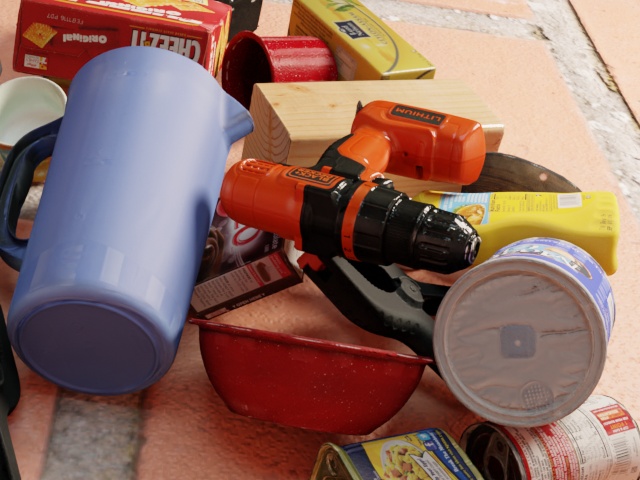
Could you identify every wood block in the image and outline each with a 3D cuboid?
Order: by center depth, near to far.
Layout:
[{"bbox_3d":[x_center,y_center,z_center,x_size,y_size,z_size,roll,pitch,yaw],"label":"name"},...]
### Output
[{"bbox_3d":[0.045,-0.082,0.944,0.205,0.091,0.090,-5,39,-24],"label":"wood block"}]

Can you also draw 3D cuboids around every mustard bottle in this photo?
[{"bbox_3d":[0.128,-0.008,0.816,0.192,0.058,0.096,2,21,12],"label":"mustard bottle"}]

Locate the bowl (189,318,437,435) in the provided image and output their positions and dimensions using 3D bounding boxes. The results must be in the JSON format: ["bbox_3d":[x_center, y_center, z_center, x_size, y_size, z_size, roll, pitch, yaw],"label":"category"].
[{"bbox_3d":[-0.009,0.089,0.681,0.162,0.055,0.162,10,-5,1],"label":"bowl"}]

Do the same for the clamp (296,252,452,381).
[{"bbox_3d":[0.061,0.054,0.766,0.171,0.039,0.120,23,27,-29],"label":"clamp"}]

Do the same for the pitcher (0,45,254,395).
[{"bbox_3d":[-0.148,-0.015,0.751,0.144,0.149,0.242,30,39,-22],"label":"pitcher"}]

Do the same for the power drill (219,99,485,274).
[{"bbox_3d":[0.049,-0.041,0.754,0.185,0.057,0.187,17,28,24],"label":"power drill"}]

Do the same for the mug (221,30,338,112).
[{"bbox_3d":[-0.044,-0.154,1.031,0.081,0.093,0.117,-9,4,-35],"label":"mug"}]

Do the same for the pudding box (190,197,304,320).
[{"bbox_3d":[-0.055,0.001,0.803,0.090,0.039,0.113,-23,34,18],"label":"pudding box"}]

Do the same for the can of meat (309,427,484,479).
[{"bbox_3d":[0.054,0.162,0.638,0.083,0.057,0.102,-6,39,-28],"label":"can of meat"}]

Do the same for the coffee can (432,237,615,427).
[{"bbox_3d":[0.137,0.054,0.696,0.103,0.103,0.140,24,12,14],"label":"coffee can"}]

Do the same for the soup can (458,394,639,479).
[{"bbox_3d":[0.149,0.141,0.688,0.102,0.069,0.069,-8,40,-28],"label":"soup can"}]

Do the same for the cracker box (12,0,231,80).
[{"bbox_3d":[-0.173,-0.190,0.988,0.164,0.072,0.213,9,17,-3],"label":"cracker box"}]
